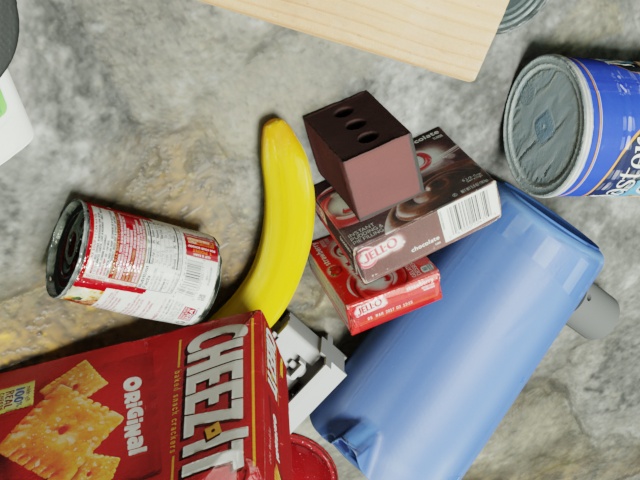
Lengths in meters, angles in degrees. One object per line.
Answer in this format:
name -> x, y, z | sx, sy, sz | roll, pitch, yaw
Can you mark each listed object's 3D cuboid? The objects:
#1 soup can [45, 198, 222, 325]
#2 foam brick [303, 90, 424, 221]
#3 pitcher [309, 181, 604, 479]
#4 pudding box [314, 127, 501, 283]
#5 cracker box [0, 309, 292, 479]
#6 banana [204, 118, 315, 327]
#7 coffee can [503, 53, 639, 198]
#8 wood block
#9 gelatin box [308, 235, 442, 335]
soup can -> -0.127, 0.016, 0.728 | 0.102, 0.068, 0.069 | 15, 113, -30
foam brick -> 0.030, -0.060, 0.739 | 0.053, 0.078, 0.051 | -25, 126, -9
pitcher -> 0.113, 0.079, 0.841 | 0.145, 0.149, 0.243 | 30, 103, -19
pudding box -> 0.059, -0.027, 0.764 | 0.113, 0.090, 0.039 | -24, 128, -8
cracker box -> -0.130, 0.142, 0.714 | 0.214, 0.164, 0.072 | -15, 126, 7
banana -> -0.041, 0.007, 0.777 | 0.069, 0.037, 0.198 | 11, 115, -29
coffee can -> 0.222, -0.082, 0.789 | 0.140, 0.103, 0.103 | 0, 120, -23
wood block -> 0.004, -0.173, 0.627 | 0.205, 0.091, 0.090 | 13, 115, -18
gelatin box -> 0.038, 0.023, 0.786 | 0.073, 0.089, 0.030 | -20, 126, -10
